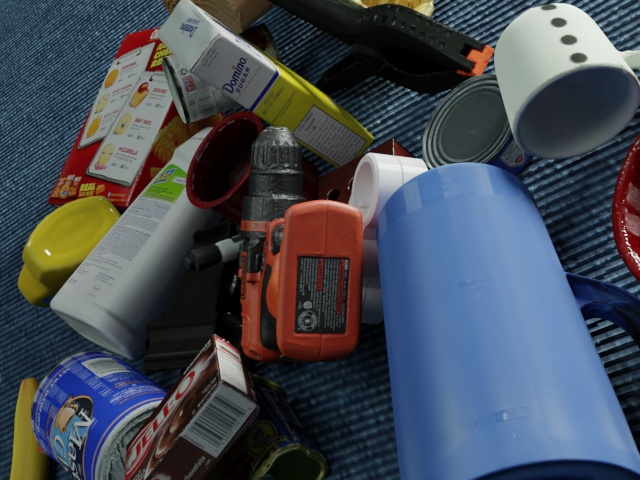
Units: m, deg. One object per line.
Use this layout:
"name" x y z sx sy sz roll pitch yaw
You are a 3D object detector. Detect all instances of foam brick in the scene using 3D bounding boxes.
"foam brick" 0.042 -0.032 0.821 0.078 0.051 0.053 -28 46 33

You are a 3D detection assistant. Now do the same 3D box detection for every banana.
"banana" -0.274 0.221 0.984 0.037 0.069 0.198 -2 43 1

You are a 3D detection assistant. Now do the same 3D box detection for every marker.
"marker" -0.056 0.001 0.867 0.020 0.120 0.020 38 137 45

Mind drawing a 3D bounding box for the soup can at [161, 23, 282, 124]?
"soup can" -0.091 -0.157 1.007 0.102 0.068 0.068 -21 39 -10

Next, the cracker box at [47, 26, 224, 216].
"cracker box" -0.177 -0.116 1.110 0.164 0.072 0.213 3 66 49

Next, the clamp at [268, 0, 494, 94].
"clamp" 0.045 -0.154 0.870 0.210 0.164 0.036 20 73 29

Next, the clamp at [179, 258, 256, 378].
"clamp" -0.099 0.092 0.902 0.120 0.039 0.171 -46 31 25

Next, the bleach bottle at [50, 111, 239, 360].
"bleach bottle" -0.134 -0.016 0.975 0.103 0.068 0.250 16 63 45

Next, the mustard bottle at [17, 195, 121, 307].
"mustard bottle" -0.256 0.022 1.069 0.096 0.058 0.192 -39 -3 -27

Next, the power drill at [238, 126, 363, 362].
"power drill" -0.019 0.007 0.770 0.188 0.057 0.184 -166 76 -77

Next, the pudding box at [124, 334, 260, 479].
"pudding box" -0.092 0.132 0.747 0.113 0.039 0.090 -50 18 7

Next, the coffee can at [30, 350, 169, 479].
"coffee can" -0.162 0.158 0.870 0.141 0.102 0.103 20 79 52

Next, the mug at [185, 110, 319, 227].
"mug" -0.059 -0.058 0.927 0.093 0.081 0.117 -46 39 14

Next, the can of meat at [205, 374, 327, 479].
"can of meat" -0.052 0.165 0.783 0.102 0.057 0.084 -51 40 8

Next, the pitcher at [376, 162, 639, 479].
"pitcher" 0.110 0.068 0.628 0.145 0.149 0.243 -49 32 35

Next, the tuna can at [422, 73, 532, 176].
"tuna can" 0.118 -0.077 0.784 0.086 0.033 0.086 -28 46 33

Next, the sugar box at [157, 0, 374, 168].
"sugar box" -0.044 -0.127 0.881 0.048 0.176 0.093 -51 37 8
